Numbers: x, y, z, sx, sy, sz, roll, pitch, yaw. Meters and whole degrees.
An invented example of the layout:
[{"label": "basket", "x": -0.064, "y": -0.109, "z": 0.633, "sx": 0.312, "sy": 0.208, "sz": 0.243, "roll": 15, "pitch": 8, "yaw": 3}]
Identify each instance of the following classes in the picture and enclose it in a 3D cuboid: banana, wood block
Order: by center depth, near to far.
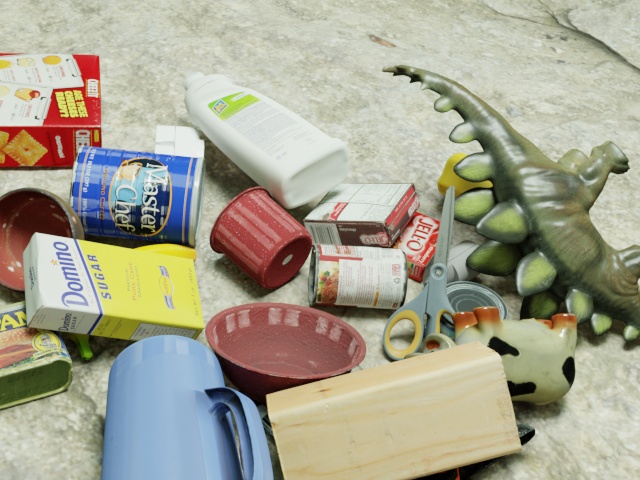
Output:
[{"label": "wood block", "x": 0.062, "y": 0.162, "z": 0.956, "sx": 0.206, "sy": 0.090, "sz": 0.091, "roll": -14, "pitch": 4, "yaw": -3}, {"label": "banana", "x": -0.216, "y": 0.051, "z": 1.154, "sx": 0.069, "sy": 0.037, "sz": 0.197, "roll": 44, "pitch": 49, "yaw": -1}]

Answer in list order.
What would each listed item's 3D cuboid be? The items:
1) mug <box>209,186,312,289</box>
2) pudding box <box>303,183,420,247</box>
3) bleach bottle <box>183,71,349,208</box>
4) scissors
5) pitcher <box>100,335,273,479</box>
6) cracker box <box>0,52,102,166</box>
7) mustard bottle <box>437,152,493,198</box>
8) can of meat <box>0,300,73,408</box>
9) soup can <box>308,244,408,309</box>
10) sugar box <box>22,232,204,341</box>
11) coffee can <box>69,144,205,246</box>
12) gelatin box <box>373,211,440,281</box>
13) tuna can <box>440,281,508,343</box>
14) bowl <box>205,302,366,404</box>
[{"label": "mug", "x": -0.058, "y": 0.001, "z": 1.205, "sx": 0.082, "sy": 0.093, "sz": 0.117, "roll": 40, "pitch": 13, "yaw": 25}, {"label": "pudding box", "x": 0.049, "y": -0.031, "z": 1.257, "sx": 0.114, "sy": 0.039, "sz": 0.089, "roll": 3, "pitch": 34, "yaw": 31}, {"label": "bleach bottle", "x": -0.080, "y": -0.139, "z": 1.293, "sx": 0.102, "sy": 0.068, "sz": 0.251, "roll": -29, "pitch": 51, "yaw": -24}, {"label": "scissors", "x": 0.108, "y": 0.045, "z": 1.145, "sx": 0.096, "sy": 0.016, "sz": 0.202, "roll": -7, "pitch": 79, "yaw": 8}, {"label": "pitcher", "x": -0.122, "y": 0.193, "z": 0.926, "sx": 0.149, "sy": 0.145, "sz": 0.243, "roll": -6, "pitch": 39, "yaw": -7}, {"label": "cracker box", "x": -0.384, "y": -0.164, "z": 1.340, "sx": 0.213, "sy": 0.072, "sz": 0.164, "roll": -1, "pitch": 42, "yaw": -12}, {"label": "mustard bottle", "x": 0.242, "y": -0.045, "z": 1.308, "sx": 0.192, "sy": 0.058, "sz": 0.096, "roll": 27, "pitch": 8, "yaw": 18}, {"label": "can of meat", "x": -0.302, "y": 0.113, "z": 1.049, "sx": 0.102, "sy": 0.057, "sz": 0.084, "roll": -14, "pitch": 48, "yaw": -24}, {"label": "soup can", "x": 0.041, "y": 0.041, "z": 1.181, "sx": 0.102, "sy": 0.068, "sz": 0.068, "roll": 3, "pitch": 41, "yaw": -7}, {"label": "sugar box", "x": -0.210, "y": 0.052, "z": 1.089, "sx": 0.175, "sy": 0.048, "sz": 0.093, "roll": 12, "pitch": 46, "yaw": -33}, {"label": "coffee can", "x": -0.206, "y": -0.051, "z": 1.217, "sx": 0.140, "sy": 0.103, "sz": 0.103, "roll": 6, "pitch": 41, "yaw": -3}, {"label": "gelatin box", "x": 0.106, "y": 0.001, "z": 1.266, "sx": 0.073, "sy": 0.030, "sz": 0.089, "roll": 24, "pitch": 44, "yaw": 17}, {"label": "tuna can", "x": 0.163, "y": 0.085, "z": 1.177, "sx": 0.086, "sy": 0.034, "sz": 0.086, "roll": 5, "pitch": 41, "yaw": -4}, {"label": "bowl", "x": -0.037, "y": 0.120, "z": 1.067, "sx": 0.162, "sy": 0.055, "sz": 0.162, "roll": 7, "pitch": 21, "yaw": -3}]
